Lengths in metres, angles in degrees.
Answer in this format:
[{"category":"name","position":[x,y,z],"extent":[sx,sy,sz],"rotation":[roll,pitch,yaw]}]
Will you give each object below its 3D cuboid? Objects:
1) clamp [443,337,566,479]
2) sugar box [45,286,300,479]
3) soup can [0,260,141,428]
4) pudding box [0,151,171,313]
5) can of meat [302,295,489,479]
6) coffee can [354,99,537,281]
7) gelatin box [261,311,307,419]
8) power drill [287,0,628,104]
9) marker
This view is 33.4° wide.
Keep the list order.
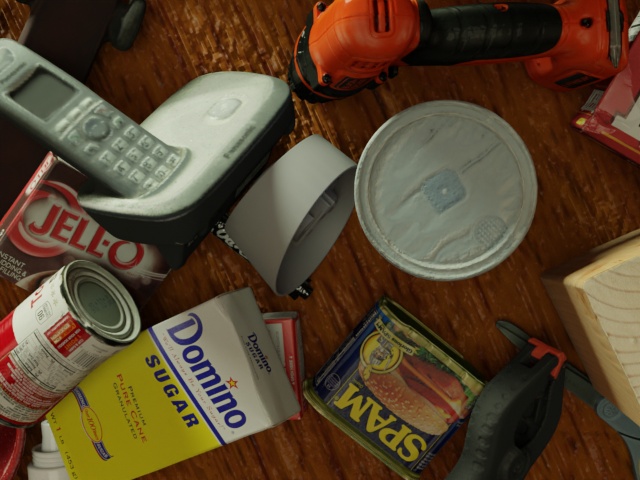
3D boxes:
[{"category":"clamp","position":[0.122,0.152,0.720],"extent":[0.039,0.120,0.171],"rotation":[31,89,37]},{"category":"sugar box","position":[-0.108,0.106,0.729],"extent":[0.176,0.048,0.093],"rotation":[-26,85,29]},{"category":"soup can","position":[-0.176,0.068,0.701],"extent":[0.102,0.068,0.068],"rotation":[-38,91,20]},{"category":"pudding box","position":[-0.160,0.002,0.733],"extent":[0.113,0.039,0.090],"rotation":[31,102,-28]},{"category":"can of meat","position":[0.053,0.100,0.728],"extent":[0.102,0.057,0.084],"rotation":[39,97,-6]},{"category":"coffee can","position":[0.078,-0.036,0.666],"extent":[0.103,0.140,0.103],"rotation":[1,97,7]},{"category":"gelatin box","position":[-0.057,0.090,0.756],"extent":[0.089,0.030,0.073],"rotation":[-3,97,11]},{"category":"power drill","position":[0.078,-0.118,0.661],"extent":[0.187,0.184,0.057],"rotation":[-5,91,-12]},{"category":"marker","position":[-0.055,0.001,0.750],"extent":[0.121,0.020,0.020],"rotation":[39,100,1]}]
